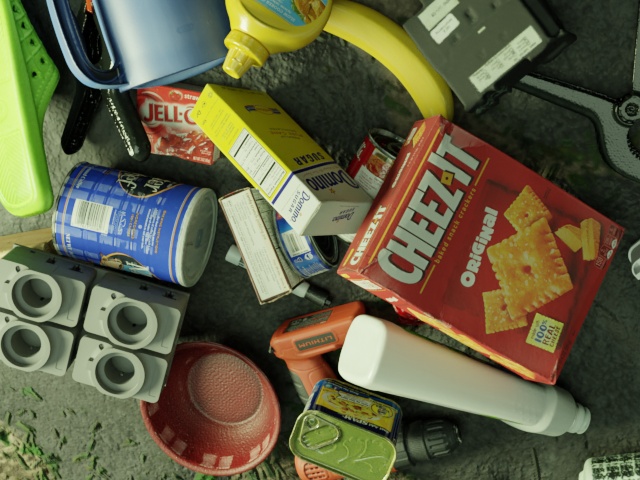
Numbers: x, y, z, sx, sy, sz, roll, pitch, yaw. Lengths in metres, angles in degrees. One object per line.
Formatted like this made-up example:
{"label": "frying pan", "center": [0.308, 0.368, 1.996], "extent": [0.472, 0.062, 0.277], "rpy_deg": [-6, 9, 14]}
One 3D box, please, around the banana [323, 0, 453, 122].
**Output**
{"label": "banana", "center": [0.064, -0.170, 1.010], "extent": [0.198, 0.037, 0.070], "rpy_deg": [47, 118, -3]}

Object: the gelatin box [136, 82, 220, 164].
{"label": "gelatin box", "center": [-0.144, -0.122, 1.086], "extent": [0.089, 0.030, 0.073], "rpy_deg": [12, 111, 10]}

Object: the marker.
{"label": "marker", "center": [-0.043, 0.039, 1.121], "extent": [0.121, 0.020, 0.020], "rpy_deg": [26, 113, 5]}

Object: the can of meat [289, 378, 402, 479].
{"label": "can of meat", "center": [0.028, 0.186, 1.058], "extent": [0.102, 0.084, 0.057], "rpy_deg": [21, 111, 4]}

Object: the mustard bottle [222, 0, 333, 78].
{"label": "mustard bottle", "center": [-0.030, -0.228, 0.957], "extent": [0.096, 0.058, 0.191], "rpy_deg": [32, 82, -3]}

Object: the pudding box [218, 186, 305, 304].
{"label": "pudding box", "center": [-0.057, 0.001, 1.063], "extent": [0.039, 0.090, 0.113], "rpy_deg": [-24, 91, 10]}

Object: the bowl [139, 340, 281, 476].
{"label": "bowl", "center": [-0.113, 0.174, 1.166], "extent": [0.162, 0.055, 0.162], "rpy_deg": [5, 110, 14]}

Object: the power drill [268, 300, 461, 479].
{"label": "power drill", "center": [0.039, 0.162, 1.122], "extent": [0.185, 0.057, 0.187], "rpy_deg": [-16, 103, 16]}

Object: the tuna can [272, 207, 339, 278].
{"label": "tuna can", "center": [-0.013, -0.008, 1.062], "extent": [0.034, 0.086, 0.086], "rpy_deg": [-20, 103, 18]}

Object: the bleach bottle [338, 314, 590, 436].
{"label": "bleach bottle", "center": [0.150, 0.143, 1.055], "extent": [0.250, 0.103, 0.068], "rpy_deg": [19, 86, -17]}

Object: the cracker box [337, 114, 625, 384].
{"label": "cracker box", "center": [0.149, 0.010, 0.969], "extent": [0.213, 0.072, 0.164], "rpy_deg": [30, 81, -12]}

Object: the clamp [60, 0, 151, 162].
{"label": "clamp", "center": [-0.213, -0.159, 1.073], "extent": [0.120, 0.039, 0.171], "rpy_deg": [16, 111, 27]}

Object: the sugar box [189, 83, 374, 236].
{"label": "sugar box", "center": [-0.036, -0.077, 1.003], "extent": [0.176, 0.093, 0.048], "rpy_deg": [44, 115, 26]}

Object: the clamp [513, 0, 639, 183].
{"label": "clamp", "center": [0.287, -0.131, 0.966], "extent": [0.165, 0.036, 0.210], "rpy_deg": [-41, 92, 25]}

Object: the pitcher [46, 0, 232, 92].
{"label": "pitcher", "center": [-0.172, -0.263, 0.987], "extent": [0.145, 0.149, 0.243], "rpy_deg": [-16, 101, 20]}

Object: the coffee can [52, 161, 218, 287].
{"label": "coffee can", "center": [-0.188, -0.017, 1.095], "extent": [0.140, 0.102, 0.103], "rpy_deg": [13, 111, 10]}

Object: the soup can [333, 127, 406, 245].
{"label": "soup can", "center": [0.052, -0.049, 1.040], "extent": [0.068, 0.068, 0.102], "rpy_deg": [32, 114, 2]}
